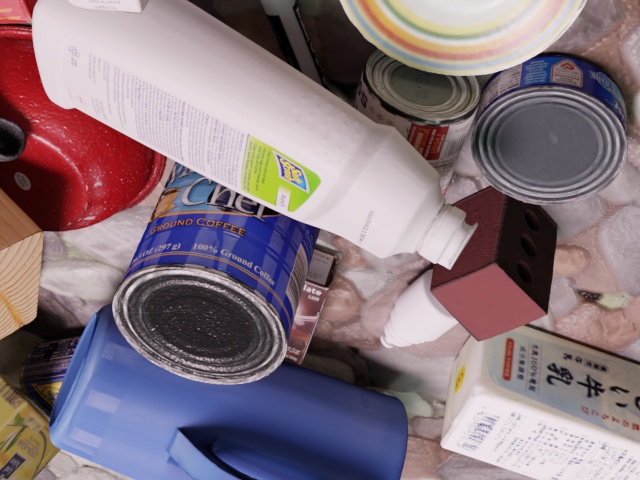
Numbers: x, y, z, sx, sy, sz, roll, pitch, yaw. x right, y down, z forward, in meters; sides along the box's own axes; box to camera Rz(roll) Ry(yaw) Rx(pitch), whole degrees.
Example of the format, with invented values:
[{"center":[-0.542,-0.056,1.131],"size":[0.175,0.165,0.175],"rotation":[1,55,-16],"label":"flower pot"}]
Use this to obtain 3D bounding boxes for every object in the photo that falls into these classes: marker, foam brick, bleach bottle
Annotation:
[{"center":[-0.008,-0.098,0.619],"size":[0.020,0.020,0.121],"rotation":[-5,133,21],"label":"marker"},{"center":[0.107,0.011,0.655],"size":[0.051,0.078,0.053],"rotation":[-25,124,37],"label":"foam brick"},{"center":[-0.033,-0.057,0.574],"size":[0.251,0.068,0.103],"rotation":[31,157,8],"label":"bleach bottle"}]

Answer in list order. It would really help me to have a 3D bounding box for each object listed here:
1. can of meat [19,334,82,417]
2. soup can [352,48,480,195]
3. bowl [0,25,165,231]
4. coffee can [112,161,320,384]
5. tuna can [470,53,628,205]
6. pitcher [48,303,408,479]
[{"center":[-0.182,0.121,0.873],"size":[0.084,0.057,0.102],"rotation":[-12,130,30],"label":"can of meat"},{"center":[0.047,-0.054,0.613],"size":[0.068,0.068,0.102],"rotation":[16,137,1],"label":"soup can"},{"center":[-0.185,-0.057,0.690],"size":[0.162,0.055,0.162],"rotation":[9,137,8],"label":"bowl"},{"center":[-0.054,0.001,0.647],"size":[0.103,0.140,0.103],"rotation":[9,137,8],"label":"coffee can"},{"center":[0.130,-0.062,0.604],"size":[0.086,0.033,0.086],"rotation":[9,137,8],"label":"tuna can"},{"center":[-0.065,0.140,0.772],"size":[0.242,0.145,0.149],"rotation":[23,147,-14],"label":"pitcher"}]
